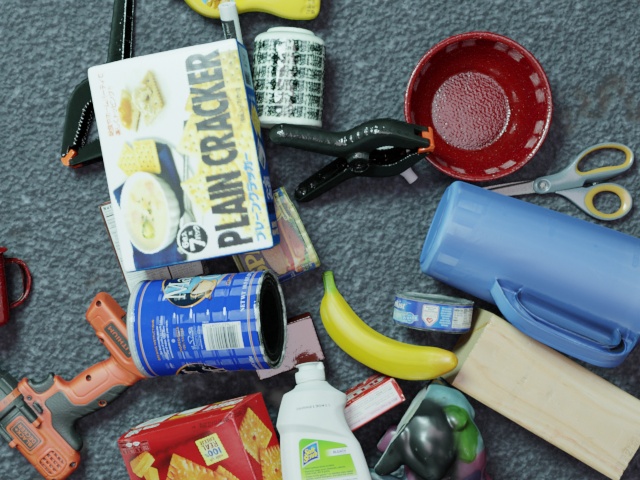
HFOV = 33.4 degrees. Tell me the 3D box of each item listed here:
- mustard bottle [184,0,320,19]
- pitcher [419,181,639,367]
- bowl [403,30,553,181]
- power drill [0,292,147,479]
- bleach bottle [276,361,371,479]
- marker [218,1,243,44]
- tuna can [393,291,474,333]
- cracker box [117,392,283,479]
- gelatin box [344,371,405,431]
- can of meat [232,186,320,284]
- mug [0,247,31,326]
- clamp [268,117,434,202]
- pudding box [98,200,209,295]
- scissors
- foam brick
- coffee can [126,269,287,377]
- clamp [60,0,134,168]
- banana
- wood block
[{"bbox_3d":[-0.096,-0.289,1.154,0.191,0.058,0.096,0,100,-2],"label":"mustard bottle"},{"bbox_3d":[0.233,0.032,1.136,0.243,0.149,0.145,20,90,1],"label":"pitcher"},{"bbox_3d":[0.169,-0.144,1.169,0.162,0.055,0.162,0,92,-2],"label":"bowl"},{"bbox_3d":[-0.284,0.143,1.163,0.187,0.057,0.184,-41,96,2],"label":"power drill"},{"bbox_3d":[0.014,0.249,1.085,0.102,0.068,0.251,-4,75,-15],"label":"bleach bottle"},{"bbox_3d":[-0.090,-0.197,1.154,0.020,0.020,0.121,-10,117,-2],"label":"marker"},{"bbox_3d":[0.122,0.078,1.160,0.086,0.086,0.034,7,93,-2],"label":"tuna can"},{"bbox_3d":[-0.107,0.284,1.130,0.164,0.072,0.214,-18,92,30],"label":"cracker box"},{"bbox_3d":[0.045,0.178,1.166,0.089,0.073,0.030,-32,92,-1],"label":"gelatin box"},{"bbox_3d":[-0.058,0.002,1.166,0.084,0.057,0.102,-25,92,-3],"label":"can of meat"},{"bbox_3d":[-0.368,0.052,1.148,0.117,0.093,0.081,-10,98,-38],"label":"mug"},{"bbox_3d":[0.035,-0.086,1.138,0.171,0.120,0.039,-2,60,4],"label":"clamp"},{"bbox_3d":[-0.182,-0.001,1.170,0.090,0.039,0.113,-18,91,0],"label":"pudding box"},{"bbox_3d":[0.262,-0.046,1.196,0.201,0.016,0.096,-23,92,-1],"label":"scissors"},{"bbox_3d":[-0.039,0.116,1.171,0.078,0.053,0.051,-18,92,-1],"label":"foam brick"},{"bbox_3d":[-0.115,0.086,1.103,0.140,0.102,0.103,-5,92,13],"label":"coffee can"},{"bbox_3d":[-0.202,-0.158,1.156,0.164,0.036,0.210,33,94,11],"label":"clamp"},{"bbox_3d":[0.062,0.107,1.142,0.198,0.037,0.070,32,130,35],"label":"banana"},{"bbox_3d":[0.245,0.165,1.164,0.206,0.091,0.090,31,90,-2],"label":"wood block"}]
